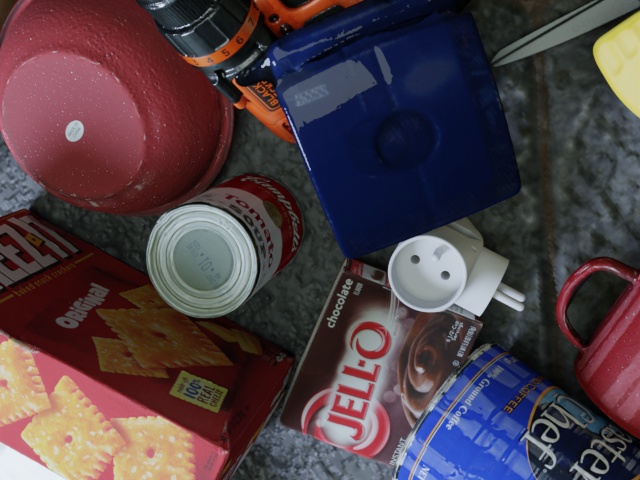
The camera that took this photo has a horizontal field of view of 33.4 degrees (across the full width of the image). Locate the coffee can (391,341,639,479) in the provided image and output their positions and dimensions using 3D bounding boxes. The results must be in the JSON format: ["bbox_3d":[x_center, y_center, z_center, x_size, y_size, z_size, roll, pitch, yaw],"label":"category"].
[{"bbox_3d":[0.126,0.138,0.597,0.140,0.102,0.103,35,109,23],"label":"coffee can"}]

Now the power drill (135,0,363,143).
[{"bbox_3d":[0.005,-0.147,0.559,0.188,0.184,0.057,-31,54,15],"label":"power drill"}]

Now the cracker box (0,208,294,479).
[{"bbox_3d":[-0.134,0.067,0.633,0.214,0.164,0.072,28,106,6],"label":"cracker box"}]

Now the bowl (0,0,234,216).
[{"bbox_3d":[-0.136,-0.077,0.638,0.162,0.055,0.162,8,119,15],"label":"bowl"}]

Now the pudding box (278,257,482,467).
[{"bbox_3d":[0.035,0.076,0.652,0.090,0.039,0.113,21,106,-3],"label":"pudding box"}]

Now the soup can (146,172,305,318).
[{"bbox_3d":[-0.054,0.001,0.630,0.068,0.102,0.068,3,103,13],"label":"soup can"}]
